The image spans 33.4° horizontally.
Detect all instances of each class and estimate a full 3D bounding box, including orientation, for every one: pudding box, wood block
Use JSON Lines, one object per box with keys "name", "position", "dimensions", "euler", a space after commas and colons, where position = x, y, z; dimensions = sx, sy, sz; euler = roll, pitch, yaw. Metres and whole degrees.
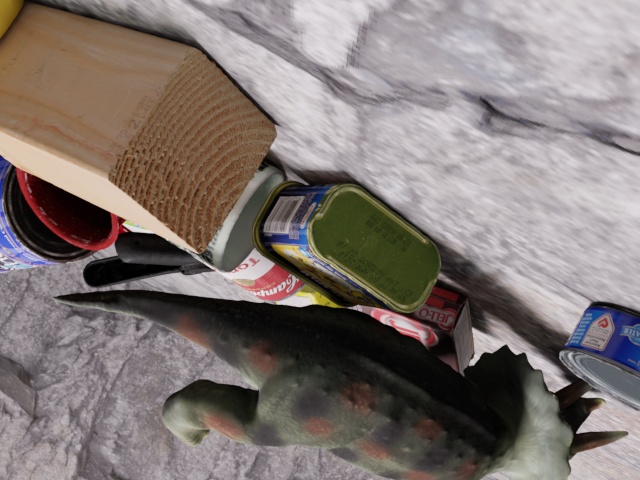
{"name": "pudding box", "position": [0.070, 0.066, 0.825], "dimensions": [0.090, 0.039, 0.113], "euler": [20, 160, 21]}
{"name": "wood block", "position": [-0.139, -0.078, 0.660], "dimensions": [0.206, 0.090, 0.090], "euler": [23, 167, 41]}

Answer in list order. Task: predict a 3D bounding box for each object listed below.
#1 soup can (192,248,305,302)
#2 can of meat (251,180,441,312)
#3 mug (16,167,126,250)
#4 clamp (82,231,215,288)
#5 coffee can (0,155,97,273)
{"name": "soup can", "position": [-0.055, 0.001, 0.835], "dimensions": [0.069, 0.068, 0.102], "euler": [25, 172, 32]}
{"name": "can of meat", "position": [0.018, 0.004, 0.696], "dimensions": [0.102, 0.057, 0.084], "euler": [35, 167, -23]}
{"name": "mug", "position": [-0.170, -0.046, 0.815], "dimensions": [0.093, 0.081, 0.117], "euler": [34, 140, 7]}
{"name": "clamp", "position": [-0.113, 0.009, 0.914], "dimensions": [0.171, 0.039, 0.120], "euler": [-10, 176, -19]}
{"name": "coffee can", "position": [-0.252, -0.027, 0.905], "dimensions": [0.102, 0.102, 0.141], "euler": [37, 152, -32]}
